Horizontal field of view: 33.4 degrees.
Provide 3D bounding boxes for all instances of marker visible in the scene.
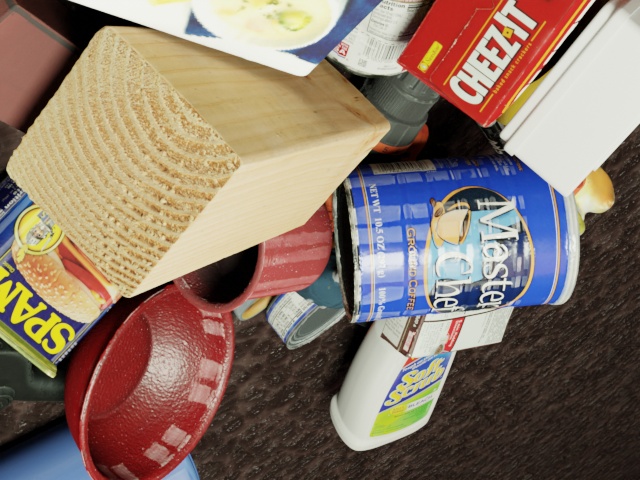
[{"bbox_3d":[0.148,-0.085,0.884,0.020,0.020,0.121,-40,153,7],"label":"marker"}]

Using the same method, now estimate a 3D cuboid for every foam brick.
[{"bbox_3d":[-0.146,-0.092,0.504,0.051,0.053,0.078,-41,151,9],"label":"foam brick"}]

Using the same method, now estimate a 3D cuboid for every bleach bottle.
[{"bbox_3d":[0.076,0.100,0.975,0.102,0.068,0.251,-16,148,-20],"label":"bleach bottle"}]

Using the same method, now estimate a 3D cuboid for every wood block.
[{"bbox_3d":[-0.052,-0.051,0.563,0.091,0.090,0.205,-48,171,23],"label":"wood block"}]

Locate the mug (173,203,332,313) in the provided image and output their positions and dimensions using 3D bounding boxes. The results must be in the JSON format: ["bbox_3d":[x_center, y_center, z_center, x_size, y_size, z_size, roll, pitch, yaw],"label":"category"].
[{"bbox_3d":[-0.055,0.001,0.728,0.117,0.093,0.081,-17,173,39],"label":"mug"}]

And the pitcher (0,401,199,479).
[{"bbox_3d":[-0.223,0.220,0.839,0.242,0.149,0.145,-28,130,-21],"label":"pitcher"}]

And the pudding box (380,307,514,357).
[{"bbox_3d":[0.111,0.043,0.853,0.113,0.039,0.090,-6,124,-39],"label":"pudding box"}]

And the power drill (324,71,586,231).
[{"bbox_3d":[0.092,-0.060,0.756,0.187,0.057,0.185,13,139,-25],"label":"power drill"}]

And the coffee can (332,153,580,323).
[{"bbox_3d":[0.084,-0.003,0.693,0.140,0.103,0.103,-5,147,-5],"label":"coffee can"}]

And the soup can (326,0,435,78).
[{"bbox_3d":[0.038,-0.151,0.604,0.068,0.068,0.102,-20,149,-29],"label":"soup can"}]

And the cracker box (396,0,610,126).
[{"bbox_3d":[0.149,-0.172,0.614,0.213,0.072,0.164,-41,167,-54],"label":"cracker box"}]

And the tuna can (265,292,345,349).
[{"bbox_3d":[-0.004,0.050,0.890,0.086,0.034,0.086,-36,164,-13],"label":"tuna can"}]

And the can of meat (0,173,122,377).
[{"bbox_3d":[-0.162,0.015,0.611,0.084,0.058,0.102,-48,132,-11],"label":"can of meat"}]

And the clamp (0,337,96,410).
[{"bbox_3d":[-0.235,0.108,0.733,0.120,0.039,0.171,-40,150,-4],"label":"clamp"}]

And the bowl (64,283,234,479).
[{"bbox_3d":[-0.132,0.098,0.772,0.161,0.055,0.162,-36,136,-45],"label":"bowl"}]
